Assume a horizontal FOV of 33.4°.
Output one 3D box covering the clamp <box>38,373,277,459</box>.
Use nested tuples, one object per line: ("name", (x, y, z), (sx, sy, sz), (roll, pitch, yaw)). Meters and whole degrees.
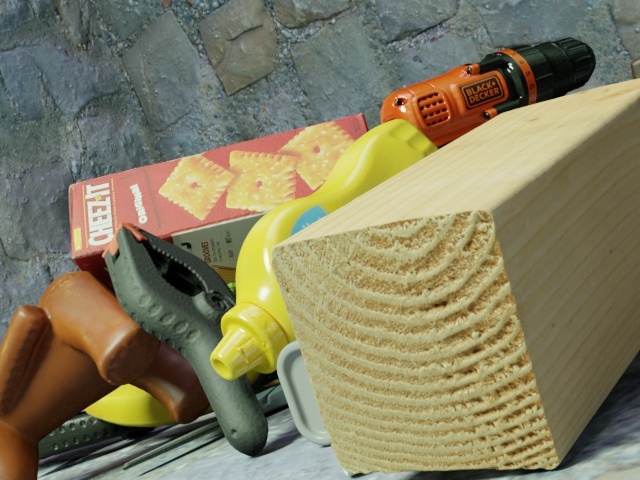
("clamp", (-0.154, 0.143, 0.889), (0.209, 0.036, 0.165), (-15, -4, -24))

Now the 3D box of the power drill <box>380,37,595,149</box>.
("power drill", (0.150, -0.047, 0.778), (0.184, 0.187, 0.057), (-21, -2, -22))

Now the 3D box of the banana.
("banana", (-0.094, 0.096, 0.767), (0.198, 0.069, 0.037), (-39, 9, 35))

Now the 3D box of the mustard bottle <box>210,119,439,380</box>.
("mustard bottle", (0.008, 0.015, 0.616), (0.191, 0.096, 0.058), (-41, 14, -33))

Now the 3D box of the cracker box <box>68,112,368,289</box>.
("cracker box", (-0.055, 0.001, 0.786), (0.214, 0.072, 0.164), (-13, -32, 3))

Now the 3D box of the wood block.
("wood block", (0.082, 0.004, 0.436), (0.090, 0.091, 0.205), (-10, 13, 36))

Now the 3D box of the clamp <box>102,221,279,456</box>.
("clamp", (-0.059, 0.053, 0.642), (0.039, 0.171, 0.120), (-50, -23, 18))

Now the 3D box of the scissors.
("scissors", (-0.054, 0.117, 0.734), (0.201, 0.016, 0.096), (-19, -2, -26))
